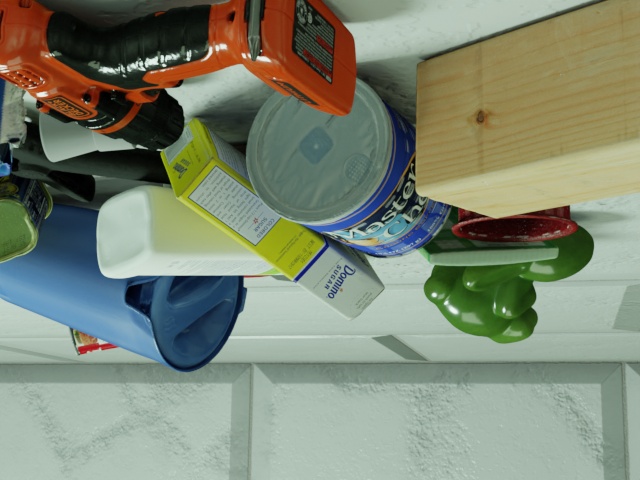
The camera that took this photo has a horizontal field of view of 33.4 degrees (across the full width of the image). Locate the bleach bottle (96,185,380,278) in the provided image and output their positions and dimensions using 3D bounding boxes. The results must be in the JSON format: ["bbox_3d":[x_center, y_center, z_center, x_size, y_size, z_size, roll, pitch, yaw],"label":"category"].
[{"bbox_3d":[-0.056,0.001,0.914,0.250,0.068,0.103,5,167,-37],"label":"bleach bottle"}]

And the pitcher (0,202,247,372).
[{"bbox_3d":[-0.198,0.034,1.031,0.243,0.144,0.149,13,139,31],"label":"pitcher"}]

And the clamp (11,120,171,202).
[{"bbox_3d":[-0.215,-0.068,0.833,0.165,0.036,0.209,-5,165,41],"label":"clamp"}]

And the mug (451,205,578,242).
[{"bbox_3d":[0.142,-0.045,0.814,0.093,0.081,0.117,3,168,-11],"label":"mug"}]

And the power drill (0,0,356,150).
[{"bbox_3d":[-0.078,-0.098,0.628,0.188,0.057,0.184,-4,168,24],"label":"power drill"}]

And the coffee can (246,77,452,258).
[{"bbox_3d":[0.025,-0.049,0.750,0.103,0.103,0.140,-4,168,24],"label":"coffee can"}]

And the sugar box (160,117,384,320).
[{"bbox_3d":[-0.036,-0.015,0.806,0.176,0.048,0.093,40,-170,-27],"label":"sugar box"}]

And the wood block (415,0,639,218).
[{"bbox_3d":[0.162,-0.078,0.623,0.090,0.091,0.207,13,164,-42],"label":"wood block"}]

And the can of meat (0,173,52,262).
[{"bbox_3d":[-0.287,-0.015,0.914,0.102,0.057,0.084,-22,-156,2],"label":"can of meat"}]

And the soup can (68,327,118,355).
[{"bbox_3d":[-0.212,0.079,1.129,0.102,0.068,0.068,-10,170,-7],"label":"soup can"}]
